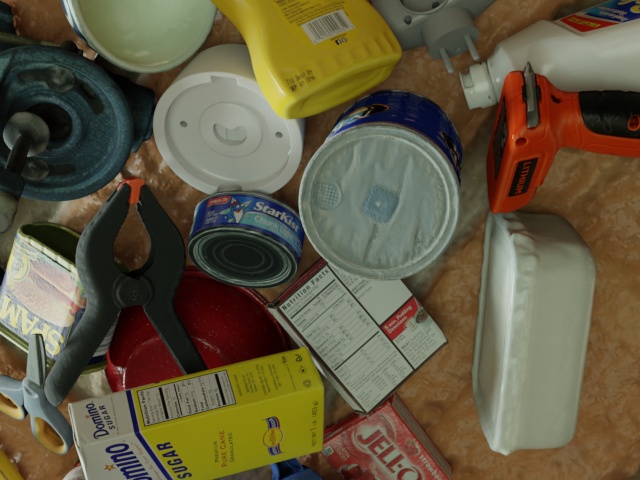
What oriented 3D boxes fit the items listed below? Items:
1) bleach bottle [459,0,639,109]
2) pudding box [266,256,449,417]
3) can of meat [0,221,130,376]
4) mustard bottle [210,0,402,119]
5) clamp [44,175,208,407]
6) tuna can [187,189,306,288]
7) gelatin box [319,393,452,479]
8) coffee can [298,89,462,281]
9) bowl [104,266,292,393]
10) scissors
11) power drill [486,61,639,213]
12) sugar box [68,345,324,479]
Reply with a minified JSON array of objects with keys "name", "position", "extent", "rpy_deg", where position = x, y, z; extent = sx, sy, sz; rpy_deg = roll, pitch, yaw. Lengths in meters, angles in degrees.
[{"name":"bleach bottle","position":[0.217,-0.131,0.702],"extent":[0.251,0.102,0.068],"rpy_deg":[-15,117,13]},{"name":"pudding box","position":[0.029,0.062,0.805],"extent":[0.090,0.039,0.113],"rpy_deg":[-41,96,-10]},{"name":"can of meat","position":[-0.201,0.043,0.828],"extent":[0.102,0.057,0.084],"rpy_deg":[29,108,26]},{"name":"mustard bottle","position":[-0.031,-0.180,0.726],"extent":[0.096,0.058,0.192],"rpy_deg":[-26,77,-22]},{"name":"clamp","position":[-0.146,0.042,0.770],"extent":[0.120,0.039,0.171],"rpy_deg":[-10,98,-25]},{"name":"tuna can","position":[-0.055,0.001,0.793],"extent":[0.086,0.033,0.086],"rpy_deg":[7,147,5]},{"name":"gelatin box","position":[0.052,0.175,0.857],"extent":[0.073,0.030,0.089],"rpy_deg":[-34,99,16]},{"name":"coffee can","position":[0.046,-0.042,0.734],"extent":[0.103,0.140,0.103],"rpy_deg":[2,107,7]},{"name":"bowl","position":[-0.104,0.105,0.846],"extent":[0.162,0.055,0.162],"rpy_deg":[2,108,8]},{"name":"scissors","position":[-0.236,0.108,0.832],"extent":[0.096,0.016,0.202],"rpy_deg":[25,146,17]},{"name":"power drill","position":[0.207,-0.053,0.703],"extent":[0.187,0.057,0.184],"rpy_deg":[0,147,1]},{"name":"sugar box","position":[-0.086,0.137,0.777],"extent":[0.176,0.048,0.093],"rpy_deg":[-15,140,-12]}]
